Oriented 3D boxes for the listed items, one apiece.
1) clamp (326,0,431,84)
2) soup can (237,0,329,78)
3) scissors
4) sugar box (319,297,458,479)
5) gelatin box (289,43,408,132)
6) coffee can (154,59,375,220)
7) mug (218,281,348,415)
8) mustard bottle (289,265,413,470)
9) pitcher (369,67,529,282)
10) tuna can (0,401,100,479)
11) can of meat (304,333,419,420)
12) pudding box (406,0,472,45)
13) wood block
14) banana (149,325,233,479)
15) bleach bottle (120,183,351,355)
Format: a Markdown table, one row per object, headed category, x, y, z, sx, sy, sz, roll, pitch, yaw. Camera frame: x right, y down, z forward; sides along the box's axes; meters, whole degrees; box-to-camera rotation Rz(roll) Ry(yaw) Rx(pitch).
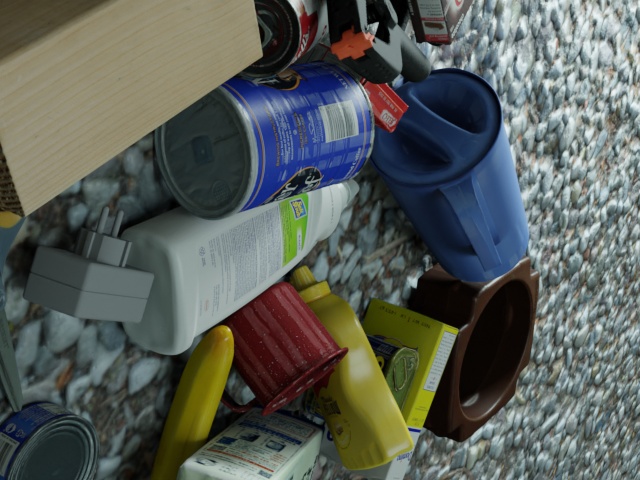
| category | x | y | z | sx | sy | sz | roll | pitch | yaw |
| --- | --- | --- | --- | --- | --- | --- | --- | --- | --- |
| clamp | 0.035 | -0.186 | 0.834 | 0.164 | 0.036 | 0.209 | 65 | 20 | -11 |
| soup can | -0.034 | -0.165 | 0.795 | 0.102 | 0.068 | 0.068 | -54 | 150 | -64 |
| scissors | -0.208 | 0.020 | 0.710 | 0.096 | 0.016 | 0.202 | -48 | 141 | -31 |
| sugar box | 0.068 | 0.157 | 1.113 | 0.048 | 0.093 | 0.176 | 27 | 83 | -56 |
| gelatin box | 0.021 | -0.131 | 0.898 | 0.030 | 0.089 | 0.073 | -57 | 145 | -2 |
| coffee can | -0.041 | -0.080 | 0.816 | 0.140 | 0.103 | 0.103 | -19 | 122 | -46 |
| mug | -0.045 | 0.097 | 0.914 | 0.117 | 0.081 | 0.093 | -41 | 168 | 13 |
| mustard bottle | 0.017 | 0.113 | 0.983 | 0.058 | 0.096 | 0.191 | -22 | 87 | -24 |
| pitcher | 0.142 | -0.045 | 1.079 | 0.149 | 0.145 | 0.242 | -63 | 149 | -18 |
| tuna can | -0.203 | 0.161 | 0.774 | 0.085 | 0.034 | 0.086 | -30 | 130 | -45 |
| can of meat | 0.040 | 0.143 | 1.073 | 0.057 | 0.084 | 0.102 | 22 | 87 | -57 |
| pudding box | 0.110 | -0.242 | 0.943 | 0.113 | 0.039 | 0.090 | -60 | 144 | -33 |
| wood block | -0.138 | -0.113 | 0.637 | 0.205 | 0.090 | 0.091 | -42 | 137 | -37 |
| banana | -0.107 | 0.153 | 0.883 | 0.037 | 0.070 | 0.198 | 15 | 102 | -16 |
| bleach bottle | -0.056 | 0.001 | 0.882 | 0.250 | 0.068 | 0.102 | -27 | 126 | -49 |
